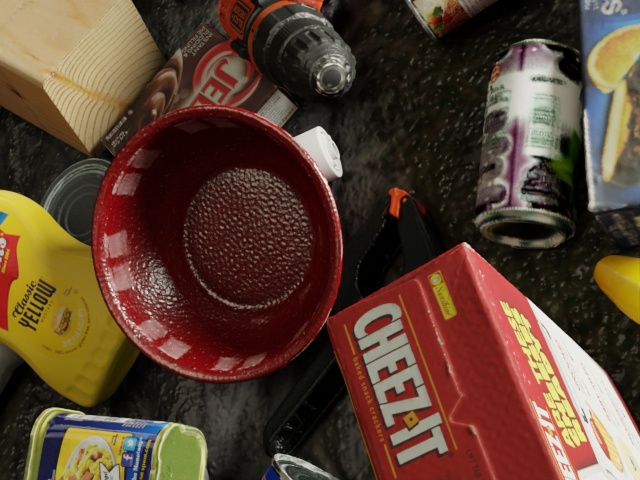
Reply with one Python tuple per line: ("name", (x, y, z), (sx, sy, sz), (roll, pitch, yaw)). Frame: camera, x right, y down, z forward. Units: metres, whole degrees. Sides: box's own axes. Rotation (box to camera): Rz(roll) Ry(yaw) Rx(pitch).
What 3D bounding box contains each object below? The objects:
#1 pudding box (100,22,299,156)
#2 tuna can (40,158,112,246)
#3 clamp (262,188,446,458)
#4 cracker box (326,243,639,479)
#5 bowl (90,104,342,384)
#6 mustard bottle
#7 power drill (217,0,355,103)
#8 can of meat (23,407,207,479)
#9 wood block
("pudding box", (-0.083, -0.080, 0.726), (0.113, 0.039, 0.090), (-50, 55, 5))
("tuna can", (-0.158, -0.014, 0.748), (0.086, 0.033, 0.086), (-11, 66, 27))
("clamp", (0.040, 0.055, 0.601), (0.120, 0.039, 0.171), (13, 79, 35))
("cracker box", (0.097, 0.115, 0.439), (0.072, 0.213, 0.164), (-30, 59, 17))
("bowl", (-0.054, 0.001, 0.635), (0.162, 0.055, 0.162), (2, 97, 21))
("mustard bottle", (-0.202, 0.022, 0.698), (0.192, 0.058, 0.096), (30, 101, 8))
("power drill", (0.001, -0.186, 0.648), (0.188, 0.057, 0.185), (-66, 29, 16))
("can of meat", (-0.115, 0.147, 0.588), (0.084, 0.057, 0.102), (0, 75, 24))
("wood block", (-0.224, -0.154, 0.781), (0.206, 0.091, 0.090), (29, 71, 28))
